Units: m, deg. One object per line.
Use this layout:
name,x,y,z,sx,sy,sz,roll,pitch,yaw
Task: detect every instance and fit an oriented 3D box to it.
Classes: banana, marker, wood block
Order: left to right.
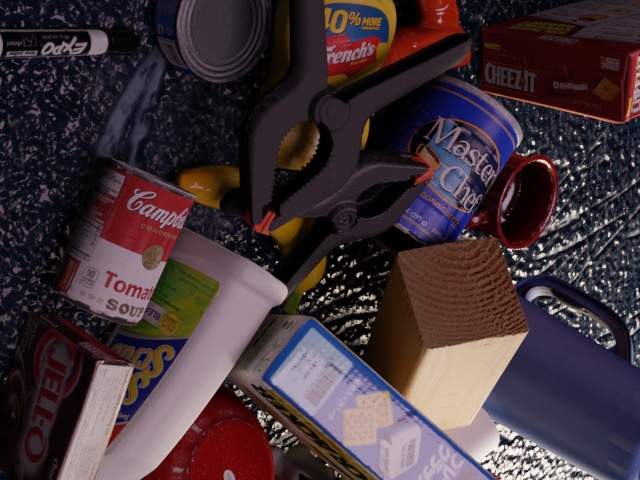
marker,-0.171,-0.130,0.699,0.120,0.020,0.020,-11,115,-42
banana,-0.043,-0.011,0.866,0.069,0.037,0.197,-53,136,-14
wood block,0.102,0.091,0.933,0.090,0.091,0.206,-9,152,-12

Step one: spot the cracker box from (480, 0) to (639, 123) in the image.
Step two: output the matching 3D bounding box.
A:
cracker box,0.283,-0.179,1.022,0.213,0.164,0.072,-23,120,-37

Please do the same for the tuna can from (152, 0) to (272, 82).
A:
tuna can,-0.078,-0.159,0.768,0.085,0.034,0.086,-20,121,-38

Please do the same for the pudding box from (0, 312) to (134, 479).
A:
pudding box,-0.184,0.118,0.744,0.039,0.090,0.113,11,100,-47

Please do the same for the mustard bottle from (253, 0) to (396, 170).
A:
mustard bottle,0.007,-0.148,0.811,0.096,0.058,0.192,1,119,-27

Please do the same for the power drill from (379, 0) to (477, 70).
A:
power drill,0.067,-0.228,0.864,0.184,0.057,0.188,-16,120,-33

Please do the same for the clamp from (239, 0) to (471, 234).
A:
clamp,-0.003,-0.105,0.762,0.164,0.036,0.210,35,93,-31

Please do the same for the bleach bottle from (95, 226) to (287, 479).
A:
bleach bottle,-0.130,0.118,0.788,0.251,0.103,0.068,-60,143,-7

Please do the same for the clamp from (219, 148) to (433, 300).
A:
clamp,0.009,-0.015,0.847,0.171,0.039,0.120,-18,139,-11

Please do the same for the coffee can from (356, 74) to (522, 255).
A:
coffee can,0.097,-0.059,0.936,0.140,0.103,0.102,-56,137,-10

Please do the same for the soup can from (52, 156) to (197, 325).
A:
soup can,-0.139,0.001,0.754,0.068,0.069,0.102,23,91,-47

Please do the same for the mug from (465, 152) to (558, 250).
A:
mug,0.160,-0.042,1.021,0.117,0.082,0.093,-29,126,-33

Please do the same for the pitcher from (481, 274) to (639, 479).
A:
pitcher,0.245,0.140,1.067,0.144,0.243,0.149,-6,117,-47

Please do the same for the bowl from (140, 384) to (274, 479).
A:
bowl,-0.088,0.189,0.855,0.161,0.055,0.162,8,79,-45
